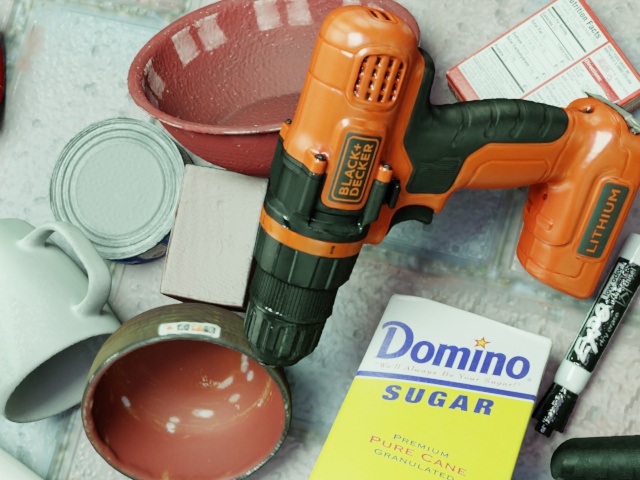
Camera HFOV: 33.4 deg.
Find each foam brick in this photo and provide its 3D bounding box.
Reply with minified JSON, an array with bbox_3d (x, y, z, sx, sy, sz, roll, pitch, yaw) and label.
[{"bbox_3d":[-0.054,0.001,0.614,0.051,0.053,0.078,10,84,12],"label":"foam brick"}]

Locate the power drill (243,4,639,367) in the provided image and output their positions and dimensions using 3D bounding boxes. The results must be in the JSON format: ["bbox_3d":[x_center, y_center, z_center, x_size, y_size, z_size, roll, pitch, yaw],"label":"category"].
[{"bbox_3d":[0.061,-0.014,0.534,0.187,0.057,0.185,4,118,-26],"label":"power drill"}]

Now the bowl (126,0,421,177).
[{"bbox_3d":[-0.023,-0.083,0.595,0.162,0.055,0.162,-6,38,5],"label":"bowl"}]

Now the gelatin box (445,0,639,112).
[{"bbox_3d":[0.128,-0.087,0.603,0.089,0.030,0.073,-33,76,4],"label":"gelatin box"}]

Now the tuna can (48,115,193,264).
[{"bbox_3d":[-0.117,-0.029,0.640,0.086,0.033,0.086,-2,81,11],"label":"tuna can"}]

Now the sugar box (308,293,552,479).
[{"bbox_3d":[0.050,0.110,0.535,0.093,0.048,0.176,17,51,13],"label":"sugar box"}]
